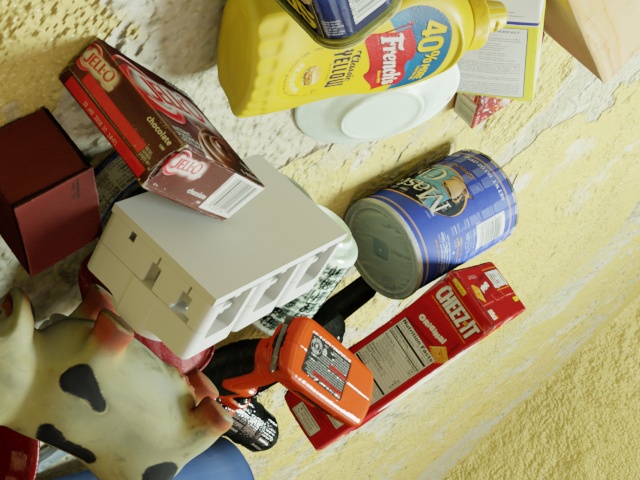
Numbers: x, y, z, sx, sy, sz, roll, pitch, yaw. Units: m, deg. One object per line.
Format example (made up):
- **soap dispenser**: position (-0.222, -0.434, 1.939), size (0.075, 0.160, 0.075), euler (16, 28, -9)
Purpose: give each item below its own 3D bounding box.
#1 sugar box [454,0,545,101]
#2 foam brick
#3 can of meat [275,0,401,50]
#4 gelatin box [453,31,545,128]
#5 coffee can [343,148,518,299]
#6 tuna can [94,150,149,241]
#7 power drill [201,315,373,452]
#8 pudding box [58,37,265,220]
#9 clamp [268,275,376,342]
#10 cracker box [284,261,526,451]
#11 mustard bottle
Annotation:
- **sugar box**: position (0.115, -0.165, 0.772), size (0.176, 0.093, 0.048), euler (73, 29, -66)
- **foam brick**: position (-0.165, -0.028, 0.625), size (0.053, 0.051, 0.078), euler (-32, 158, -23)
- **can of meat**: position (-0.008, -0.162, 0.557), size (0.057, 0.102, 0.084), euler (-39, 157, -4)
- **gelatin box**: position (0.161, -0.150, 0.964), size (0.073, 0.030, 0.089), euler (-34, 158, -16)
- **coffee can**: position (0.107, -0.017, 1.036), size (0.140, 0.103, 0.103), euler (-27, 155, -32)
- **tuna can**: position (-0.120, -0.030, 0.720), size (0.086, 0.034, 0.086), euler (-34, 158, -16)
- **power drill**: position (-0.050, 0.127, 0.908), size (0.188, 0.057, 0.184), euler (-13, 139, 39)
- **pudding box**: position (-0.091, -0.062, 0.629), size (0.039, 0.090, 0.113), euler (-42, 160, 7)
- **clamp**: position (-0.018, 0.085, 1.013), size (0.120, 0.039, 0.171), euler (-27, -174, 24)
- **cracker box**: position (0.084, 0.108, 1.049), size (0.214, 0.072, 0.164), euler (-38, 170, 18)
- **mustard bottle**: position (0.034, -0.132, 0.679), size (0.191, 0.058, 0.096), euler (-13, 150, -21)
